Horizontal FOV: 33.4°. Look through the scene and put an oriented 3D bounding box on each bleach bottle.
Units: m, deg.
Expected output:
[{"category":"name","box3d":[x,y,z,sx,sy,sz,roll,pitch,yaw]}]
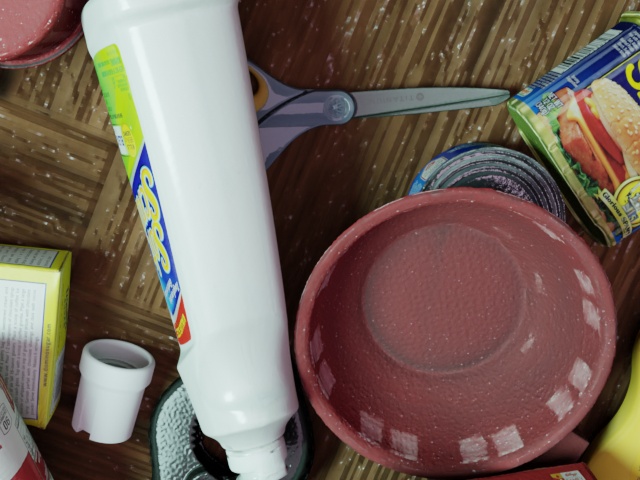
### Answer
[{"category":"bleach bottle","box3d":[-0.053,0.001,0.525,0.068,0.103,0.251,-15,98,-20]}]

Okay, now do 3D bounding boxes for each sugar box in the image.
[{"category":"sugar box","box3d":[-0.227,0.044,0.569,0.176,0.048,0.093,8,105,-4]}]

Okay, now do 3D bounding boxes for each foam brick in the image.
[{"category":"foam brick","box3d":[0.105,0.123,0.614,0.051,0.053,0.078,35,96,-11]}]

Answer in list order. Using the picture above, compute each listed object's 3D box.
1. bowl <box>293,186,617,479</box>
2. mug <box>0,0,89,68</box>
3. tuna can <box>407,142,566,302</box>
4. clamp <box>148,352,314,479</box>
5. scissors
[{"category":"bowl","box3d":[0.067,0.042,0.557,0.162,0.055,0.162,0,110,0]},{"category":"mug","box3d":[-0.165,-0.118,0.522,0.093,0.081,0.117,29,98,-11]},{"category":"tuna can","box3d":[0.090,-0.011,0.594,0.086,0.034,0.086,-1,102,-5]},{"category":"clamp","box3d":[-0.070,0.142,0.602,0.164,0.036,0.210,11,92,4]},{"category":"scissors","box3d":[-0.003,-0.055,0.585,0.201,0.016,0.096,11,102,-7]}]
